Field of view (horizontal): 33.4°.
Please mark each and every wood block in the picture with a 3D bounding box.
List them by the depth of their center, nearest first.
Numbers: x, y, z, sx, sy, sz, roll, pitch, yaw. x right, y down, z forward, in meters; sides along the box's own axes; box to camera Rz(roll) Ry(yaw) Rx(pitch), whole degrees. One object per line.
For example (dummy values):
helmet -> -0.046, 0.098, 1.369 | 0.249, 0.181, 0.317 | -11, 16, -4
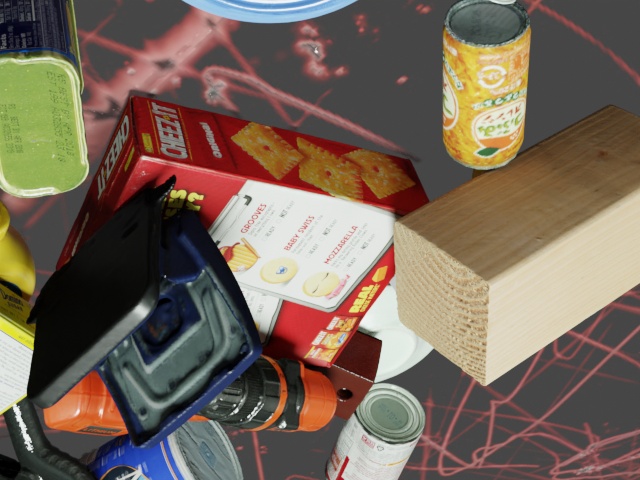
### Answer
wood block -> 0.157, -0.003, 0.728 | 0.205, 0.090, 0.091 | -29, 133, -26

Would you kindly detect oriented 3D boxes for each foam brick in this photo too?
foam brick -> 0.002, 0.098, 0.852 | 0.078, 0.051, 0.053 | 24, 127, -9

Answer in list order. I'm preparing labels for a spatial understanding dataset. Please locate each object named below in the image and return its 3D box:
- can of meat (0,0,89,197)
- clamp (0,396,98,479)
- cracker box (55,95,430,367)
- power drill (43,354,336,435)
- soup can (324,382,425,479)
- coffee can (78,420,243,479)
can of meat -> -0.160, -0.087, 0.593 | 0.057, 0.084, 0.102 | -8, 137, -12
clamp -> -0.235, 0.185, 0.836 | 0.120, 0.039, 0.171 | -31, 96, 29
cracker box -> -0.055, 0.001, 0.734 | 0.213, 0.072, 0.164 | 11, 130, -28
power drill -> -0.102, 0.111, 0.764 | 0.188, 0.057, 0.184 | -3, 166, 26
soup can -> 0.049, 0.186, 0.970 | 0.068, 0.068, 0.102 | 0, 134, -20
coffee can -> -0.150, 0.210, 0.898 | 0.140, 0.103, 0.102 | -31, 137, 13
